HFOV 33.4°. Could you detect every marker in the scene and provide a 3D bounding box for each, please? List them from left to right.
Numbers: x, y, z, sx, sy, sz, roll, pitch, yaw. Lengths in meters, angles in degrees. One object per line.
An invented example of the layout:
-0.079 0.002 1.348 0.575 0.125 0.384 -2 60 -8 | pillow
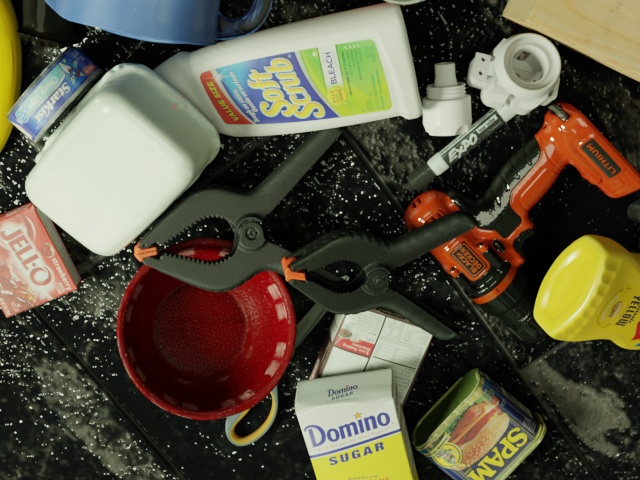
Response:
0.126 -0.085 0.964 0.121 0.020 0.020 -39 105 9 | marker

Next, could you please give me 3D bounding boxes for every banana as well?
-0.290 -0.150 0.924 0.070 0.037 0.198 5 106 23 | banana

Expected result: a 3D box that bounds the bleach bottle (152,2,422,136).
-0.044 -0.130 0.923 0.251 0.068 0.102 -13 117 6 | bleach bottle

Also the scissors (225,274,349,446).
-0.056 0.104 1.019 0.096 0.016 0.202 22 105 -8 | scissors

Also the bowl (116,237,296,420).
-0.106 0.080 0.972 0.162 0.055 0.162 1 85 -14 | bowl

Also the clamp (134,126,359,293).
-0.056 0.001 0.943 0.209 0.036 0.164 -18 96 -12 | clamp

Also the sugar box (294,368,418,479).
0.040 0.205 1.011 0.093 0.048 0.176 -9 125 10 | sugar box

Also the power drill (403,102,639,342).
0.197 -0.017 0.968 0.188 0.057 0.184 -43 107 10 | power drill

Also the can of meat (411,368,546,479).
0.151 0.185 1.031 0.084 0.057 0.102 39 101 -10 | can of meat

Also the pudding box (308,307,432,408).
0.048 0.112 1.014 0.090 0.039 0.113 18 108 -10 | pudding box

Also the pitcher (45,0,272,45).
-0.117 -0.279 0.844 0.145 0.148 0.243 22 106 35 | pitcher

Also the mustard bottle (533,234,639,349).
0.288 0.054 0.969 0.191 0.058 0.096 11 116 -34 | mustard bottle

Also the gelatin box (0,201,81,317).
-0.272 0.016 0.976 0.073 0.030 0.089 -22 107 5 | gelatin box

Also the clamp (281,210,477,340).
0.053 0.038 0.935 0.171 0.039 0.120 -5 105 -3 | clamp

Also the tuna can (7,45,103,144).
-0.225 -0.124 0.905 0.033 0.086 0.086 42 101 -12 | tuna can
